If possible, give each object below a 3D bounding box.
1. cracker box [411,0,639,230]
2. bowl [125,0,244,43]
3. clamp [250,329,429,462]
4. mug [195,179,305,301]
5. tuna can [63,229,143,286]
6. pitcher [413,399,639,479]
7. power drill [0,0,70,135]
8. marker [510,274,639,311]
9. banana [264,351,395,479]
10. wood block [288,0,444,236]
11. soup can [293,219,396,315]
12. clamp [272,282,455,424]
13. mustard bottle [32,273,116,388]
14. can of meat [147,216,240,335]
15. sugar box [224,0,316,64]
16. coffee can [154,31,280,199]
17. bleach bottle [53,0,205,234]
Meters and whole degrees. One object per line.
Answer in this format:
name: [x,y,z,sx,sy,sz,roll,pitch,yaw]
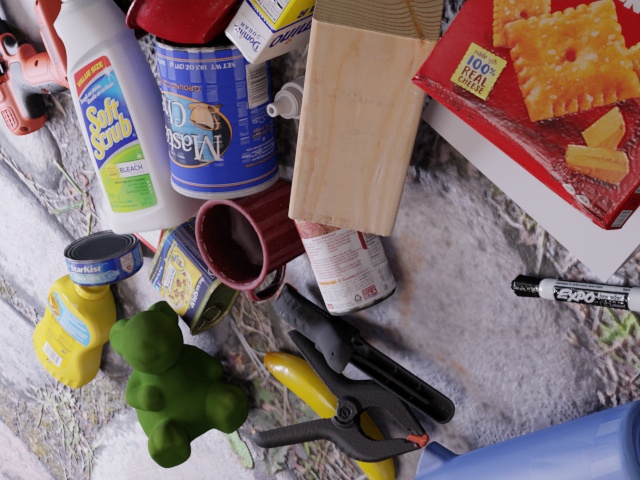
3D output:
cracker box: [0.186,-0.138,0.674,0.164,0.072,0.214,42,109,18]
bowl: [-0.085,-0.215,0.884,0.055,0.161,0.162,46,136,-3]
clamp: [0.018,0.174,1.034,0.172,0.039,0.120,27,93,17]
mug: [-0.057,0.001,1.021,0.093,0.081,0.117,10,117,39]
tuna can: [-0.243,0.019,1.201,0.086,0.086,0.034,11,120,39]
pitcher: [0.198,0.225,0.877,0.149,0.145,0.243,31,139,-24]
power drill: [-0.321,-0.216,1.170,0.188,0.057,0.184,-9,109,48]
marker: [0.205,0.041,0.847,0.121,0.020,0.020,6,115,41]
banana: [0.015,0.181,1.083,0.198,0.037,0.070,50,134,10]
wood block: [0.033,-0.109,0.823,0.090,0.090,0.206,11,140,1]
soup can: [0.021,0.008,0.964,0.069,0.068,0.102,-10,105,45]
clamp: [0.013,0.090,0.979,0.210,0.164,0.036,34,91,42]
mustard bottle: [-0.296,0.095,1.309,0.096,0.058,0.192,46,135,16]
can of meat: [-0.131,0.036,1.128,0.084,0.057,0.102,46,135,16]
sugar box: [0.001,-0.219,0.844,0.048,0.093,0.176,49,137,11]
coffee can: [-0.093,-0.121,0.975,0.103,0.102,0.140,17,122,36]
bleach bottle: [-0.199,-0.132,1.033,0.103,0.068,0.251,-6,114,35]
